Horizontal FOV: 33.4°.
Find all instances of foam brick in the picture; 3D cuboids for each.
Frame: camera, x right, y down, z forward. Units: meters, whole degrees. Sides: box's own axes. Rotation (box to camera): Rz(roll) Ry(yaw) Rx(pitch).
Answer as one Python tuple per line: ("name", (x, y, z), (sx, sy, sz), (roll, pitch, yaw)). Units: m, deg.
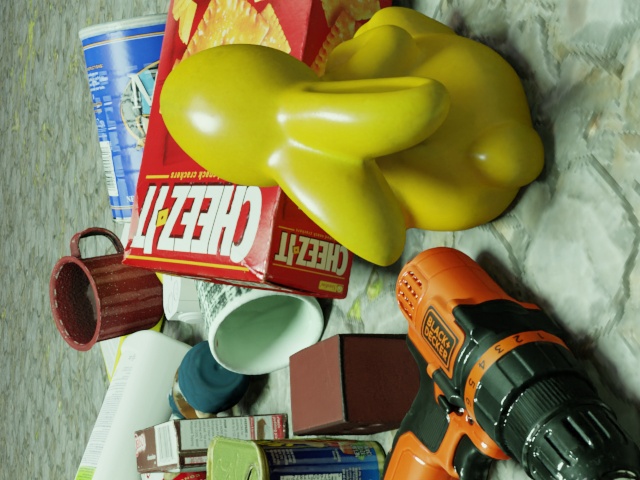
("foam brick", (0.019, 0.087, 0.631), (0.078, 0.052, 0.051), (146, 124, -62))

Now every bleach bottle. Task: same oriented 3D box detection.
("bleach bottle", (-0.189, 0.209, 0.969), (0.103, 0.068, 0.250), (-26, 40, 64))

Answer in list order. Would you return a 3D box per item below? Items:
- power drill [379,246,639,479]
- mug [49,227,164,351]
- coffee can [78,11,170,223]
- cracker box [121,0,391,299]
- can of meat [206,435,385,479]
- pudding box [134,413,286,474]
("power drill", (0.070, 0.118, 0.507), (0.184, 0.057, 0.188), (-122, 44, -59))
("mug", (-0.209, 0.043, 1.045), (0.093, 0.081, 0.117), (-25, 80, 47))
("coffee can", (-0.113, -0.091, 0.781), (0.103, 0.102, 0.140), (-169, 69, -67))
("cracker box", (-0.042, -0.079, 0.665), (0.164, 0.072, 0.214), (4, 82, 51))
("can of meat", (-0.016, 0.151, 0.667), (0.102, 0.083, 0.057), (163, 108, -66))
("pudding box", (-0.086, 0.157, 0.823), (0.114, 0.089, 0.039), (153, 114, -63))
